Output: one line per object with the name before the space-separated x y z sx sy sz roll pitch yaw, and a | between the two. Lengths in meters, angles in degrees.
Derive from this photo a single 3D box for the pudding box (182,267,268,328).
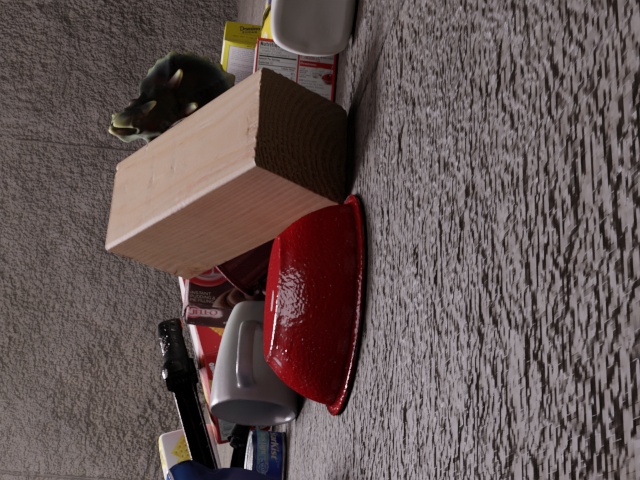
pudding box | -0.080 0.046 1.079 0.039 0.113 0.090 109 165 -45

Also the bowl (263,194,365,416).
bowl | -0.009 0.044 0.773 0.162 0.055 0.162 -175 90 -82

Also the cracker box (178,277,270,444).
cracker box | -0.114 0.095 1.216 0.214 0.072 0.164 -111 13 -44

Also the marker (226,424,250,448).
marker | -0.065 0.159 1.084 0.020 0.020 0.121 105 -171 -51

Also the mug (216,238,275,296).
mug | -0.057 0.001 1.007 0.117 0.081 0.093 52 -174 15

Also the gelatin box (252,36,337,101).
gelatin box | -0.025 -0.132 0.950 0.030 0.073 0.089 138 137 -79

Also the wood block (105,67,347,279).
wood block | -0.080 -0.049 0.879 0.207 0.090 0.090 -25 53 44

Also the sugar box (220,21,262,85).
sugar box | -0.088 -0.199 1.393 0.176 0.093 0.048 105 170 -50

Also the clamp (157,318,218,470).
clamp | -0.152 0.159 1.182 0.210 0.036 0.164 -120 16 -64

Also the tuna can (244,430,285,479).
tuna can | -0.057 0.233 1.069 0.086 0.033 0.086 -175 90 -82

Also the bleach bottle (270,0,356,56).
bleach bottle | -0.012 -0.228 0.972 0.251 0.068 0.102 -105 23 -76
